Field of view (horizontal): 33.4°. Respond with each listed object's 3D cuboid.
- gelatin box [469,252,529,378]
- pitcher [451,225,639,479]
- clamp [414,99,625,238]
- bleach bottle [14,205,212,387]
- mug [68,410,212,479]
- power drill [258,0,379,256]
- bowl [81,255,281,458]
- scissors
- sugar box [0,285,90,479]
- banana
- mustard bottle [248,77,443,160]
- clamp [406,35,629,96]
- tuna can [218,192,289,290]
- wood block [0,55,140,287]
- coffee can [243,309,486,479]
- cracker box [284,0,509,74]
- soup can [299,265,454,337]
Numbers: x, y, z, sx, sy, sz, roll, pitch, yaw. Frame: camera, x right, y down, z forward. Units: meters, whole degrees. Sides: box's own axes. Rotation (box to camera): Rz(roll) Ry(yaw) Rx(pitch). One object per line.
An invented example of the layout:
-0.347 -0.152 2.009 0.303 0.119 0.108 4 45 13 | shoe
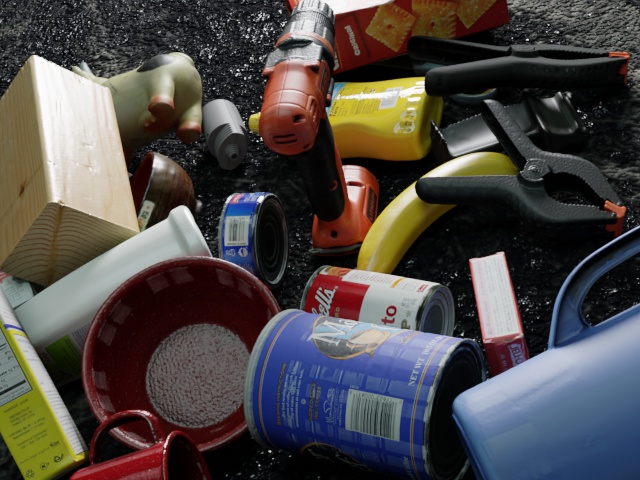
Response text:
0.133 0.065 0.775 0.030 0.073 0.089 -12 40 8 | gelatin box
0.206 0.091 0.667 0.243 0.145 0.149 -24 37 0 | pitcher
0.178 -0.057 0.897 0.172 0.039 0.120 21 66 19 | clamp
-0.204 0.069 0.891 0.250 0.102 0.068 -26 48 -6 | bleach bottle
-0.127 0.176 0.736 0.081 0.093 0.117 -19 78 10 | mug
0.002 -0.094 0.925 0.057 0.187 0.184 -6 43 19 | power drill
-0.100 0.096 0.830 0.162 0.055 0.162 -4 64 7 | bowl
0.108 -0.169 1.100 0.202 0.016 0.096 -1 43 23 | scissors
-0.235 0.098 0.804 0.048 0.093 0.176 -31 85 -10 | sugar box
0.099 -0.027 0.925 0.197 0.037 0.070 -32 39 -14 | banana
0.018 -0.117 1.046 0.192 0.058 0.096 1 45 24 | mustard bottle
0.184 -0.160 0.996 0.210 0.036 0.164 4 24 4 | clamp
-0.056 0.001 0.920 0.034 0.086 0.086 -2 43 19 | tuna can
-0.237 -0.061 0.965 0.091 0.090 0.206 -47 41 26 | wood block
0.032 0.108 0.746 0.140 0.103 0.102 7 46 29 | coffee can
0.074 -0.258 1.146 0.213 0.072 0.164 -15 30 -1 | cracker box
0.044 0.060 0.824 0.102 0.068 0.068 8 47 30 | soup can
